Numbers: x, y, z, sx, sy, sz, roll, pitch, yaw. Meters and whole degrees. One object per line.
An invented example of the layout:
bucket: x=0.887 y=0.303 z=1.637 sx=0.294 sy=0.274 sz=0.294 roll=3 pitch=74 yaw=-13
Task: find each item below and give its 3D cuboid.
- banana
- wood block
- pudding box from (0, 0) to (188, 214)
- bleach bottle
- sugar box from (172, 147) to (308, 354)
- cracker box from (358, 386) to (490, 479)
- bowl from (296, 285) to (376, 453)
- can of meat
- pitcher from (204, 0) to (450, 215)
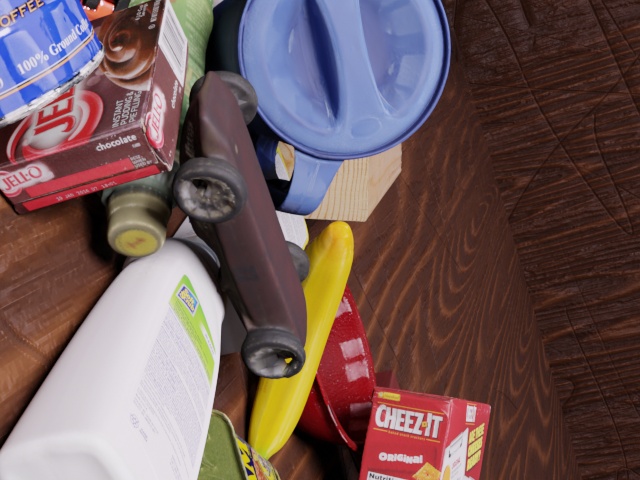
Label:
banana: x=-0.013 y=0.072 z=0.735 sx=0.069 sy=0.037 sz=0.198 roll=-112 pitch=-143 yaw=-70
wood block: x=0.018 y=-0.087 z=0.997 sx=0.206 sy=0.091 sz=0.090 roll=-49 pitch=142 yaw=-71
pudding box: x=-0.119 y=-0.073 z=0.562 sx=0.113 sy=0.090 sz=0.039 roll=-88 pitch=158 yaw=-46
bleach bottle: x=-0.091 y=0.074 z=0.580 sx=0.250 sy=0.068 sz=0.102 roll=-75 pitch=149 yaw=-64
sugar box: x=-0.056 y=0.001 z=0.791 sx=0.176 sy=0.048 sz=0.093 roll=-63 pitch=137 yaw=-62
cracker box: x=0.073 y=0.229 z=0.851 sx=0.164 sy=0.072 sz=0.213 roll=28 pitch=71 yaw=-69
bowl: x=-0.005 y=0.095 z=0.854 sx=0.162 sy=0.055 sz=0.162 roll=-15 pitch=90 yaw=-74
can of meat: x=-0.052 y=0.160 z=0.614 sx=0.084 sy=0.057 sz=0.102 roll=56 pitch=9 yaw=-54
pitcher: x=-0.020 y=-0.118 z=0.742 sx=0.145 sy=0.149 sz=0.243 roll=57 pitch=-10 yaw=-15
